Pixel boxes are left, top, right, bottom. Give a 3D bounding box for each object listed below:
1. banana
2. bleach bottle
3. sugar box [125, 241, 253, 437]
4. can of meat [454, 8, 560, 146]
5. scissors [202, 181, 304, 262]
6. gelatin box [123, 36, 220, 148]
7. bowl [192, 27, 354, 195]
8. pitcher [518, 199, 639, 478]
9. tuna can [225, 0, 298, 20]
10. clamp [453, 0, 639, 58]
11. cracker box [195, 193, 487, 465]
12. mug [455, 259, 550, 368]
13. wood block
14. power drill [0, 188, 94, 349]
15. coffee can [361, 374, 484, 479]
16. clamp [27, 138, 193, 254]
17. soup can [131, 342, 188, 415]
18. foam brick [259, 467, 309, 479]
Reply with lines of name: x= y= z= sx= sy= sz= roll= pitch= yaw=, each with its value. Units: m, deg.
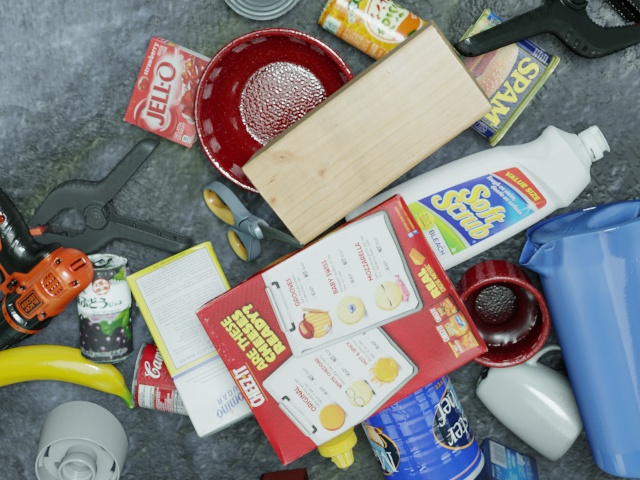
banana: x=-0.295 y=0.143 z=1.140 sx=0.198 sy=0.037 sz=0.070 roll=5 pitch=105 yaw=4
bleach bottle: x=0.155 y=-0.046 z=1.033 sx=0.251 sy=0.068 sz=0.102 roll=-28 pitch=101 yaw=10
sugar box: x=-0.115 y=0.098 z=1.065 sx=0.093 sy=0.048 sz=0.176 roll=-25 pitch=81 yaw=-6
can of meat: x=0.160 y=-0.155 z=1.004 sx=0.084 sy=0.057 sz=0.102 roll=36 pitch=106 yaw=-3
scissors: x=-0.057 y=0.001 z=1.016 sx=0.016 sy=0.202 sz=0.096 roll=-32 pitch=127 yaw=-18
gelatin box: x=-0.144 y=-0.145 z=1.049 sx=0.073 sy=0.030 sz=0.089 roll=23 pitch=106 yaw=-1
bowl: x=-0.039 y=-0.126 z=1.031 sx=0.162 sy=0.055 sz=0.162 roll=1 pitch=106 yaw=5
pitcher: x=0.291 y=0.085 z=0.984 sx=0.149 sy=0.144 sz=0.243 roll=-10 pitch=99 yaw=29
tuna can: x=-0.054 y=-0.253 z=1.008 sx=0.086 sy=0.033 sz=0.086 roll=1 pitch=106 yaw=5
clamp: x=0.214 y=-0.210 z=0.956 sx=0.209 sy=0.036 sz=0.164 roll=21 pitch=80 yaw=-20
cracker box: x=0.019 y=0.078 z=0.980 sx=0.214 sy=0.072 sz=0.164 roll=-30 pitch=91 yaw=2
mug: x=0.163 y=0.066 z=1.052 sx=0.117 sy=0.081 sz=0.093 roll=5 pitch=106 yaw=4
wood block: x=0.042 y=-0.097 z=0.954 sx=0.206 sy=0.090 sz=0.090 roll=-36 pitch=99 yaw=13
power drill: x=-0.332 y=0.011 z=1.082 sx=0.185 sy=0.057 sz=0.187 roll=-35 pitch=96 yaw=37
coffee can: x=0.093 y=0.179 z=1.079 sx=0.103 sy=0.102 sz=0.140 roll=-21 pitch=102 yaw=11
clamp: x=-0.215 y=-0.021 z=1.087 sx=0.172 sy=0.039 sz=0.120 roll=-21 pitch=98 yaw=17
soup can: x=-0.139 y=0.147 z=1.111 sx=0.102 sy=0.068 sz=0.068 roll=8 pitch=106 yaw=3
foam brick: x=-0.035 y=0.294 z=1.149 sx=0.051 sy=0.053 sz=0.078 roll=-9 pitch=105 yaw=7
